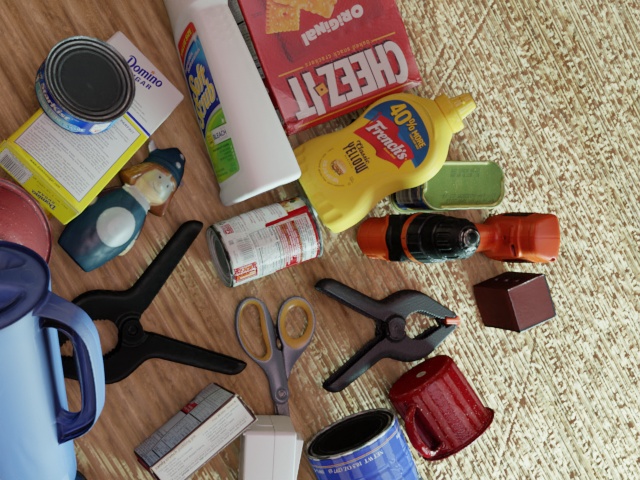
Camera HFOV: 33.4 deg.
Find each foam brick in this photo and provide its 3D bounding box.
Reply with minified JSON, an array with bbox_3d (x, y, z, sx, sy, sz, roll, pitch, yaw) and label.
[{"bbox_3d":[0.214,0.067,1.182,0.053,0.078,0.051,-22,98,-20],"label":"foam brick"}]

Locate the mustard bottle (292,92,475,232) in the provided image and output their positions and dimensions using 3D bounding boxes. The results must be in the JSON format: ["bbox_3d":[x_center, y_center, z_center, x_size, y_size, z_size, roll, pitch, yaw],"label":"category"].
[{"bbox_3d":[0.070,-0.094,1.082,0.191,0.058,0.096,-30,70,5],"label":"mustard bottle"}]

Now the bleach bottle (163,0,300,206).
[{"bbox_3d":[-0.102,-0.165,1.060,0.068,0.103,0.251,-23,93,-26],"label":"bleach bottle"}]

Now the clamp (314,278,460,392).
[{"bbox_3d":[0.068,0.086,1.151,0.171,0.039,0.120,-15,101,-25],"label":"clamp"}]

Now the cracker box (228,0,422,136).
[{"bbox_3d":[-0.008,-0.232,1.095,0.164,0.072,0.213,-23,100,-17],"label":"cracker box"}]

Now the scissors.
[{"bbox_3d":[-0.029,0.146,1.130,0.096,0.016,0.202,-25,100,-17],"label":"scissors"}]

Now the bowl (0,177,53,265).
[{"bbox_3d":[-0.319,0.021,0.964,0.162,0.055,0.162,-12,124,-19],"label":"bowl"}]

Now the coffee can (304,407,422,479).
[{"bbox_3d":[0.057,0.262,1.118,0.102,0.103,0.140,-26,100,-17],"label":"coffee can"}]

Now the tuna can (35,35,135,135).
[{"bbox_3d":[-0.214,-0.140,0.968,0.086,0.034,0.086,13,65,-29],"label":"tuna can"}]

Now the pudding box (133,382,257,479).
[{"bbox_3d":[-0.125,0.194,1.057,0.113,0.090,0.039,-41,104,-15],"label":"pudding box"}]

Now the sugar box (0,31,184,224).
[{"bbox_3d":[-0.216,-0.109,1.008,0.093,0.048,0.176,46,52,-14],"label":"sugar box"}]

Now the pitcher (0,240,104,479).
[{"bbox_3d":[-0.274,0.132,0.932,0.144,0.149,0.243,-22,130,-25],"label":"pitcher"}]

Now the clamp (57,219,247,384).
[{"bbox_3d":[-0.181,0.094,1.062,0.209,0.036,0.164,-26,100,-15],"label":"clamp"}]

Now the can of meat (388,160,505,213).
[{"bbox_3d":[0.136,-0.059,1.146,0.102,0.084,0.057,-3,93,-20],"label":"can of meat"}]

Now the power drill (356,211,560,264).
[{"bbox_3d":[0.156,-0.004,1.113,0.187,0.185,0.057,1,92,-30],"label":"power drill"}]

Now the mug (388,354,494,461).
[{"bbox_3d":[0.121,0.182,1.139,0.081,0.093,0.117,56,40,-8],"label":"mug"}]

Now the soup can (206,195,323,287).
[{"bbox_3d":[-0.057,0.001,1.087,0.102,0.069,0.068,-19,98,-18],"label":"soup can"}]
